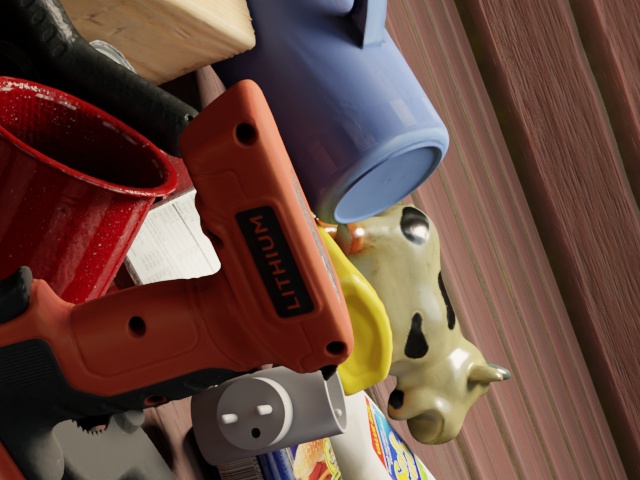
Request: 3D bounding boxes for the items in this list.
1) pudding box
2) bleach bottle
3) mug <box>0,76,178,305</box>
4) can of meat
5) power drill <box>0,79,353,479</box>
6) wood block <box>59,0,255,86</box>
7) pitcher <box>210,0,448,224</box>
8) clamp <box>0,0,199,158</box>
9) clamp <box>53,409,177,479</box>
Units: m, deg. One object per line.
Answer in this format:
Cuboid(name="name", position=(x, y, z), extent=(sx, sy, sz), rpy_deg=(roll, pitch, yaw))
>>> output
Cuboid(name="pudding box", position=(-0.059, 0.019, 0.544), extent=(0.113, 0.039, 0.090), rpy_deg=(-31, 92, -49))
Cuboid(name="bleach bottle", position=(0.036, 0.178, 0.807), extent=(0.250, 0.068, 0.102), rpy_deg=(56, 22, -33))
Cuboid(name="mug", position=(-0.128, -0.018, 0.458), extent=(0.117, 0.081, 0.093), rpy_deg=(41, 20, 30))
Cuboid(name="can of meat", position=(-0.028, 0.136, 0.666), extent=(0.102, 0.057, 0.084), rpy_deg=(-31, 104, -73))
Cuboid(name="power drill", position=(-0.095, 0.012, 0.377), extent=(0.057, 0.188, 0.184), rpy_deg=(-100, 168, -63))
Cuboid(name="wood block", position=(-0.125, -0.163, 0.627), extent=(0.205, 0.090, 0.091), rpy_deg=(10, 64, -71))
Cuboid(name="pitcher", position=(-0.009, -0.141, 0.755), extent=(0.243, 0.145, 0.149), rpy_deg=(58, 2, 18))
Cuboid(name="clamp", position=(-0.141, -0.081, 0.519), extent=(0.171, 0.120, 0.039), rpy_deg=(46, 45, -7))
Cuboid(name="clamp", position=(-0.103, 0.091, 0.518), extent=(0.209, 0.036, 0.164), rpy_deg=(30, 43, -70))
